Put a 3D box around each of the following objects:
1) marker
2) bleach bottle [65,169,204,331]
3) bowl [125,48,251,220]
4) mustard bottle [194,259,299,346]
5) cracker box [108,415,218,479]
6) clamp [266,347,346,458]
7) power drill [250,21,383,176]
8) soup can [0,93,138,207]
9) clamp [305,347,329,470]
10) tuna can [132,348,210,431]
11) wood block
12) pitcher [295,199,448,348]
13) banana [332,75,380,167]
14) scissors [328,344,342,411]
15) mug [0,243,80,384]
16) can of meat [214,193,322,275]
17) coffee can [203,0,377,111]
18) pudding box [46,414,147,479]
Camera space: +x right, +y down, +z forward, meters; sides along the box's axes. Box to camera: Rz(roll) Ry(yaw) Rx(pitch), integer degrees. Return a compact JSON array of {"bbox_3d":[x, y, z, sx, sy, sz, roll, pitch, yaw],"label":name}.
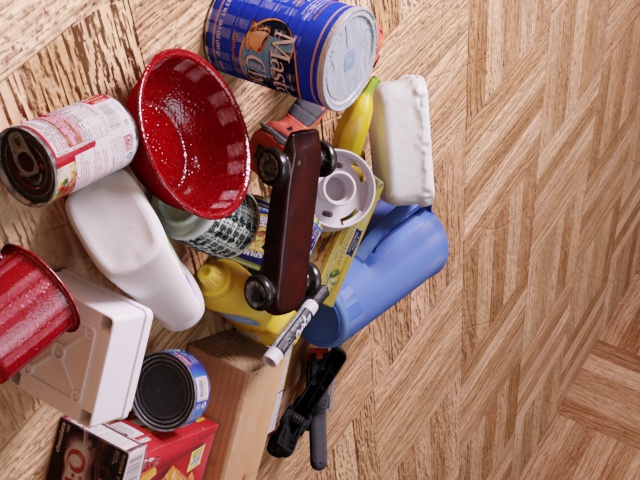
[{"bbox_3d":[-0.025,0.094,1.206,0.121,0.020,0.020,-52,151,-33],"label":"marker"},{"bbox_3d":[-0.163,0.025,1.030,0.068,0.102,0.251,-31,161,-5],"label":"bleach bottle"},{"bbox_3d":[-0.132,-0.092,0.986,0.161,0.055,0.162,30,53,-51],"label":"bowl"},{"bbox_3d":[-0.091,0.065,1.193,0.058,0.096,0.191,-63,154,-10],"label":"mustard bottle"},{"bbox_3d":[-0.208,0.300,1.179,0.164,0.072,0.214,-7,117,-61],"label":"cracker box"},{"bbox_3d":[-0.027,0.231,1.429,0.164,0.036,0.210,-57,179,-23],"label":"clamp"},{"bbox_3d":[-0.008,-0.149,1.194,0.187,0.057,0.184,-54,178,-17],"label":"power drill"},{"bbox_3d":[-0.208,-0.076,0.881,0.102,0.069,0.068,-35,140,-50],"label":"soup can"},{"bbox_3d":[-0.005,0.237,1.518,0.039,0.120,0.171,-6,121,-12],"label":"clamp"},{"bbox_3d":[-0.161,0.159,1.142,0.033,0.086,0.086,-2,112,-64],"label":"tuna can"},{"bbox_3d":[-0.119,0.224,1.272,0.090,0.090,0.206,-14,122,-61],"label":"wood block"},{"bbox_3d":[0.062,0.036,1.437,0.242,0.145,0.149,-36,114,-44],"label":"pitcher"},{"bbox_3d":[0.044,-0.126,1.328,0.069,0.037,0.198,-41,167,-20],"label":"banana"},{"bbox_3d":[0.021,0.163,1.500,0.096,0.016,0.201,93,4,-60],"label":"scissors"},{"bbox_3d":[-0.263,0.053,0.866,0.081,0.093,0.117,-44,115,-33],"label":"mug"},{"bbox_3d":[-0.058,0.001,1.203,0.084,0.102,0.057,-65,154,-12],"label":"can of meat"},{"bbox_3d":[-0.029,-0.196,1.053,0.102,0.140,0.103,-44,146,-41],"label":"coffee can"},{"bbox_3d":[-0.228,0.240,1.069,0.039,0.090,0.113,-5,114,-64],"label":"pudding box"}]
